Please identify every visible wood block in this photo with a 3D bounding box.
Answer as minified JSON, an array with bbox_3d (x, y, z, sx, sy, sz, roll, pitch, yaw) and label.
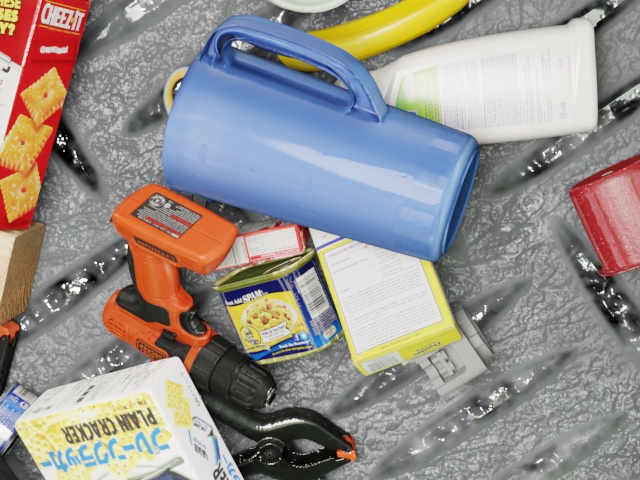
[{"bbox_3d":[-0.373,0.004,0.982,0.206,0.091,0.090,16,99,2],"label":"wood block"}]

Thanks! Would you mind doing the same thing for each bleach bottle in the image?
[{"bbox_3d":[0.111,-0.134,0.938,0.251,0.068,0.102,-4,97,7],"label":"bleach bottle"}]

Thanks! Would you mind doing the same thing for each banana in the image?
[{"bbox_3d":[0.046,-0.185,0.932,0.198,0.069,0.037,-18,83,-1],"label":"banana"}]

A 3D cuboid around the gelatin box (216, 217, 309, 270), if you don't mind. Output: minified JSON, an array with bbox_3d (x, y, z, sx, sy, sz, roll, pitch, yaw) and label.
[{"bbox_3d":[-0.056,0.001,0.966,0.089,0.073,0.030,-11,99,5],"label":"gelatin box"}]

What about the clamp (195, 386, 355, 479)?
[{"bbox_3d":[-0.053,0.184,1.005,0.171,0.039,0.120,-6,119,-2],"label":"clamp"}]

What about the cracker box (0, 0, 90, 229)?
[{"bbox_3d":[-0.307,-0.135,0.942,0.164,0.072,0.214,23,101,24],"label":"cracker box"}]

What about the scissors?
[{"bbox_3d":[-0.124,-0.073,0.988,0.096,0.016,0.202,27,100,1],"label":"scissors"}]

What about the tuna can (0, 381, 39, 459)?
[{"bbox_3d":[-0.299,0.177,1.007,0.033,0.086,0.086,35,100,-3],"label":"tuna can"}]

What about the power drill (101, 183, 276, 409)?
[{"bbox_3d":[-0.114,0.054,0.928,0.184,0.057,0.188,26,137,18],"label":"power drill"}]

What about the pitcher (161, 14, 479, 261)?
[{"bbox_3d":[0.003,-0.077,0.874,0.243,0.149,0.145,19,86,13],"label":"pitcher"}]

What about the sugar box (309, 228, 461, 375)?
[{"bbox_3d":[0.049,0.019,0.933,0.093,0.048,0.176,-22,61,8],"label":"sugar box"}]

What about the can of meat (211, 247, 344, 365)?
[{"bbox_3d":[-0.037,0.062,0.968,0.102,0.057,0.084,-15,102,37],"label":"can of meat"}]
